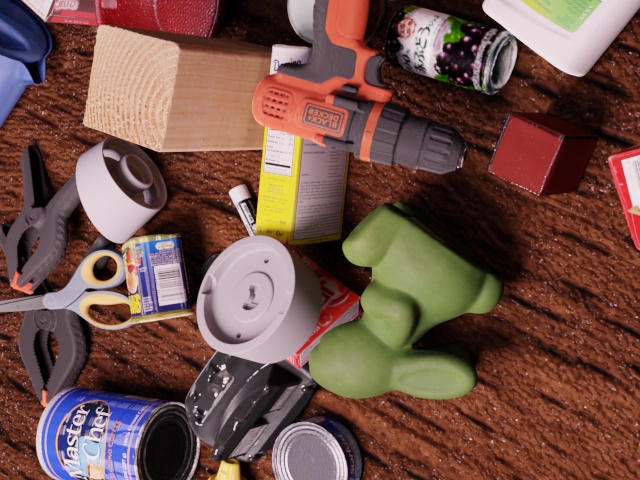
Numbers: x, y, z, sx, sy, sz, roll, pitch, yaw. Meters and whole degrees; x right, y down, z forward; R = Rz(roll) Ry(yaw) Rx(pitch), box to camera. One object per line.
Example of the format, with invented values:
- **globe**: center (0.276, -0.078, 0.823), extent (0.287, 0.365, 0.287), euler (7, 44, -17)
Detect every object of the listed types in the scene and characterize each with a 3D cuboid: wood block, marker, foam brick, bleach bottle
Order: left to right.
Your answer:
- **wood block**: center (-0.102, -0.134, 0.957), extent (0.091, 0.205, 0.090), euler (19, 105, 29)
- **marker**: center (-0.057, 0.001, 1.053), extent (0.020, 0.020, 0.121), euler (-33, 77, 31)
- **foam brick**: center (0.179, -0.071, 0.861), extent (0.053, 0.078, 0.051), euler (29, 110, 29)
- **bleach bottle**: center (0.238, -0.254, 0.815), extent (0.103, 0.068, 0.251), euler (43, 113, 21)

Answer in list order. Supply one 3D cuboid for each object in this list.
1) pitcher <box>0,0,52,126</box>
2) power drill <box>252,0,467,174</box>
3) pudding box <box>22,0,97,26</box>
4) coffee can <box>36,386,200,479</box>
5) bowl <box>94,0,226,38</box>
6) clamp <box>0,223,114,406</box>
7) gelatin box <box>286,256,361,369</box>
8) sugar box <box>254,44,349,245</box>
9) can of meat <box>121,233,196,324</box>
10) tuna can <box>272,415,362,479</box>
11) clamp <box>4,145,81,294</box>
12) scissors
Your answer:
- **pitcher**: center (-0.421, -0.169, 1.205), extent (0.243, 0.144, 0.149), euler (-51, 38, 29)
- **power drill**: center (0.048, -0.158, 0.868), extent (0.184, 0.057, 0.188), euler (17, 100, 10)
- **pudding box**: center (-0.283, -0.271, 1.127), extent (0.114, 0.089, 0.039), euler (40, 115, 23)
- **coffee can**: center (-0.213, 0.212, 1.125), extent (0.141, 0.102, 0.103), euler (2, 96, 32)
- **bowl**: center (-0.149, -0.240, 1.065), extent (0.162, 0.055, 0.162), euler (4, 97, 32)
- **clamp**: center (-0.294, 0.082, 1.203), extent (0.165, 0.036, 0.210), euler (-3, 92, 31)
- **gelatin box**: center (-0.017, 0.066, 0.997), extent (0.073, 0.089, 0.030), euler (37, 152, 26)
- **sugar box**: center (-0.012, -0.086, 0.973), extent (0.048, 0.093, 0.176), euler (9, 99, 31)
- **can of meat**: center (-0.167, 0.039, 1.085), extent (0.102, 0.057, 0.084), euler (163, 98, -71)
- **tuna can**: center (-0.002, 0.214, 1.032), extent (0.086, 0.033, 0.086), euler (4, 97, 32)
- **clamp**: center (-0.310, -0.030, 1.177), extent (0.120, 0.039, 0.171), euler (17, 79, 39)
- **scissors**: center (-0.284, 0.047, 1.165), extent (0.202, 0.016, 0.096), euler (9, 98, 20)
